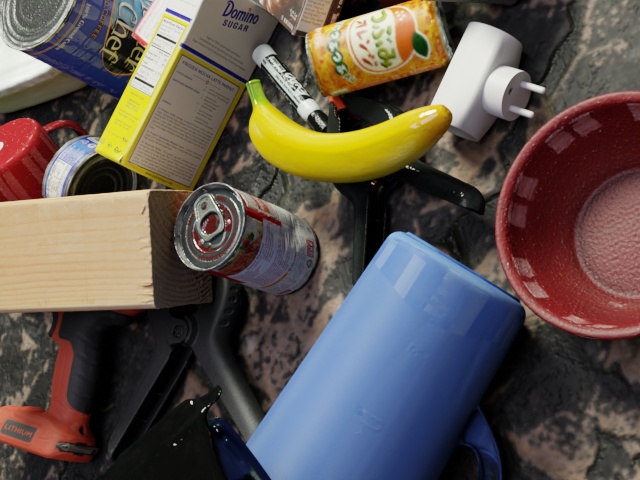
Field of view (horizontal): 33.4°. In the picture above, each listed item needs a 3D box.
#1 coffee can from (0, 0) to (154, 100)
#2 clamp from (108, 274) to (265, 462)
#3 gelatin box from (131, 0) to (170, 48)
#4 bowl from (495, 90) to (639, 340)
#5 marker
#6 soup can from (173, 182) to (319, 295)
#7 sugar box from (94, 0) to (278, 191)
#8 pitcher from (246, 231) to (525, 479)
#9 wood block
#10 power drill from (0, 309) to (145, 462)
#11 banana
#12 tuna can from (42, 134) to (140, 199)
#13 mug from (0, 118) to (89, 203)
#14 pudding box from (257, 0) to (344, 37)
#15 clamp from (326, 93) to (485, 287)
[{"bbox_3d":[-0.205,-0.195,0.970,0.103,0.140,0.103,-11,70,32],"label":"coffee can"},{"bbox_3d":[-0.114,0.086,0.888,0.165,0.036,0.210,-18,65,29],"label":"clamp"},{"bbox_3d":[-0.114,-0.198,0.949,0.030,0.073,0.089,40,100,36],"label":"gelatin box"},{"bbox_3d":[0.197,-0.012,0.688,0.162,0.055,0.162,-11,70,32],"label":"bowl"},{"bbox_3d":[-0.021,-0.123,0.896,0.020,0.020,0.121,-47,55,15],"label":"marker"},{"bbox_3d":[-0.055,0.001,0.831,0.069,0.102,0.068,-11,71,32],"label":"soup can"},{"bbox_3d":[-0.114,-0.135,0.919,0.048,0.093,0.176,27,92,37],"label":"sugar box"},{"bbox_3d":[0.043,0.126,0.722,0.243,0.149,0.145,-59,36,3],"label":"pitcher"},{"bbox_3d":[-0.200,0.011,0.866,0.206,0.090,0.091,-3,90,25],"label":"wood block"},{"bbox_3d":[-0.241,0.094,0.962,0.185,0.057,0.187,9,82,36],"label":"power drill"},{"bbox_3d":[0.010,-0.076,0.794,0.198,0.037,0.070,14,113,38],"label":"banana"},{"bbox_3d":[-0.205,-0.050,0.962,0.034,0.086,0.086,28,93,35],"label":"tuna can"},{"bbox_3d":[-0.265,-0.066,0.996,0.117,0.081,0.093,-38,37,-7],"label":"mug"},{"bbox_3d":[-0.012,-0.224,0.874,0.114,0.039,0.090,52,128,51],"label":"pudding box"},{"bbox_3d":[0.055,-0.052,0.809,0.120,0.039,0.171,-29,61,24],"label":"clamp"}]
